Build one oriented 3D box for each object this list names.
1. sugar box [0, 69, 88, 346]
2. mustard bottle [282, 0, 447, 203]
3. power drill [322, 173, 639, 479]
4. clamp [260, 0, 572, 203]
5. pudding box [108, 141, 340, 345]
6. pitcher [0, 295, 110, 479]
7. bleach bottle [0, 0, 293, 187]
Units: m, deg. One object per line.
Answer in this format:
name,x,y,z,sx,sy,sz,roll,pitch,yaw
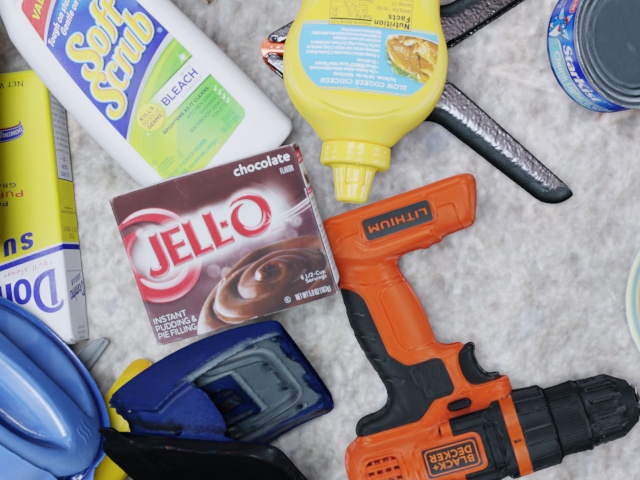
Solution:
sugar box,-0.207,-0.016,0.689,0.093,0.048,0.176,-7,86,4
mustard bottle,0.028,-0.117,0.626,0.096,0.058,0.191,6,86,0
power drill,0.085,0.058,0.655,0.184,0.057,0.187,-17,87,4
clamp,0.068,-0.102,0.672,0.210,0.036,0.164,-2,87,1
pudding box,-0.054,0.001,0.615,0.113,0.039,0.090,-17,99,4
pitcher,-0.256,0.142,0.629,0.243,0.149,0.145,-42,118,14
bleach bottle,-0.139,-0.120,0.651,0.251,0.068,0.102,42,91,-7
